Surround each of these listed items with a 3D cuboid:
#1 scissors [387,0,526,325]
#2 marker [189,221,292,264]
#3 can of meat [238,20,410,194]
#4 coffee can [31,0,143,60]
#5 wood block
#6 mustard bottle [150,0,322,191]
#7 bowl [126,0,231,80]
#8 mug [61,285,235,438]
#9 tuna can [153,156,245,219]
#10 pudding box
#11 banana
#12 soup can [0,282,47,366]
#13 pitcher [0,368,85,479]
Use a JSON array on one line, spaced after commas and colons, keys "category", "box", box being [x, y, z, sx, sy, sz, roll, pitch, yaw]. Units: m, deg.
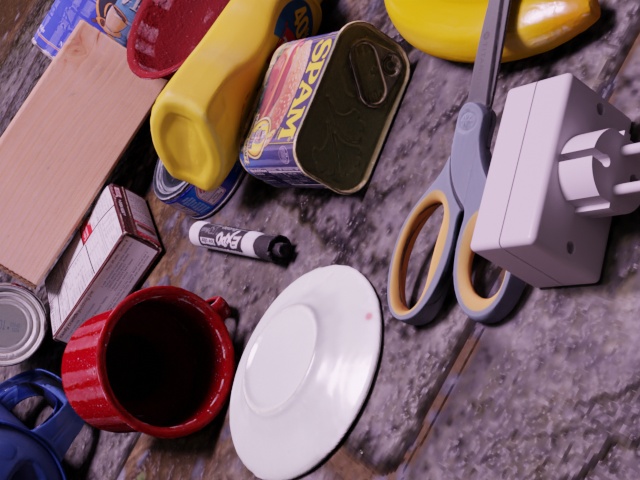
[{"category": "scissors", "box": [0.087, -0.046, 0.527, 0.096, 0.016, 0.202, 31, 103, 52]}, {"category": "marker", "box": [-0.055, 0.001, 0.720, 0.121, 0.020, 0.020, 10, 74, 57]}, {"category": "can of meat", "box": [-0.001, -0.081, 0.672, 0.084, 0.057, 0.102, 6, 71, 59]}, {"category": "coffee can", "box": [-0.195, -0.223, 1.016, 0.140, 0.102, 0.103, -56, 32, 9]}, {"category": "wood block", "box": [-0.224, -0.070, 0.907, 0.206, 0.090, 0.090, -60, 12, -12]}, {"category": "mustard bottle", "box": [-0.047, -0.131, 0.742, 0.096, 0.058, 0.191, 92, -156, -58]}, {"category": "bowl", "box": [-0.083, -0.185, 0.860, 0.162, 0.055, 0.162, -29, 44, 31]}, {"category": "mug", "box": [-0.107, 0.074, 0.687, 0.117, 0.093, 0.082, -43, 14, -33]}, {"category": "tuna can", "box": [-0.089, -0.061, 0.804, 0.086, 0.033, 0.086, -35, 40, 36]}, {"category": "pudding box", "box": [-0.179, 0.022, 0.867, 0.114, 0.039, 0.090, -55, 32, 16]}, {"category": "banana", "box": [0.082, -0.135, 0.610, 0.070, 0.037, 0.198, -56, 32, 11]}, {"category": "soup can", "box": [-0.265, 0.069, 0.900, 0.068, 0.068, 0.102, -67, 14, -8]}, {"category": "pitcher", "box": [-0.282, 0.167, 0.835, 0.243, 0.149, 0.145, 16, 100, 61]}]
